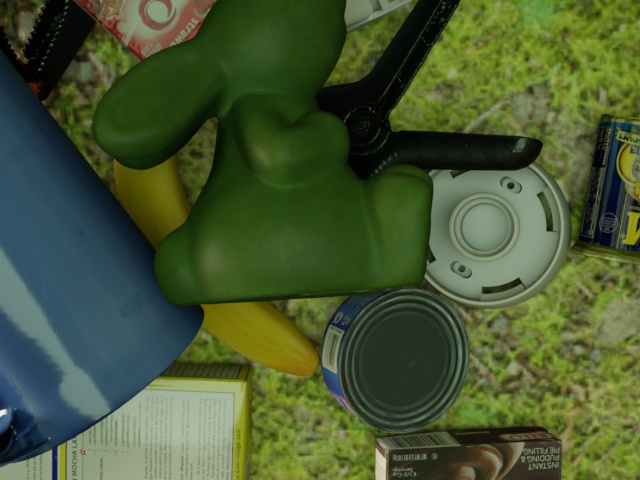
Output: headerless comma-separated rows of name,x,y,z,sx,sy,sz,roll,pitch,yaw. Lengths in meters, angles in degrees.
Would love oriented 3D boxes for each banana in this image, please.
banana,-0.071,0.003,0.630,0.070,0.037,0.198,-20,103,29

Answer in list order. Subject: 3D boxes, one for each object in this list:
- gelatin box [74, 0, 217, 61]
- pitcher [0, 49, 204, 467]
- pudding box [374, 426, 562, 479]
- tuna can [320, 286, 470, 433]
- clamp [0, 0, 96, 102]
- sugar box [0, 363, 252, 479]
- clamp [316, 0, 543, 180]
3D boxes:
gelatin box,-0.082,-0.143,0.569,0.073,0.030,0.089,42,95,-5
pitcher,-0.179,-0.013,0.527,0.145,0.149,0.243,-36,105,-11
pudding box,0.089,0.162,0.650,0.113,0.039,0.090,-1,97,-8
tuna can,0.044,0.068,0.633,0.086,0.034,0.086,-3,97,-22
clamp,-0.166,-0.162,0.561,0.164,0.036,0.210,-10,136,-34
sugar box,-0.131,0.120,0.649,0.176,0.048,0.093,3,97,3
clamp,0.038,-0.056,0.611,0.172,0.039,0.120,-37,63,14
